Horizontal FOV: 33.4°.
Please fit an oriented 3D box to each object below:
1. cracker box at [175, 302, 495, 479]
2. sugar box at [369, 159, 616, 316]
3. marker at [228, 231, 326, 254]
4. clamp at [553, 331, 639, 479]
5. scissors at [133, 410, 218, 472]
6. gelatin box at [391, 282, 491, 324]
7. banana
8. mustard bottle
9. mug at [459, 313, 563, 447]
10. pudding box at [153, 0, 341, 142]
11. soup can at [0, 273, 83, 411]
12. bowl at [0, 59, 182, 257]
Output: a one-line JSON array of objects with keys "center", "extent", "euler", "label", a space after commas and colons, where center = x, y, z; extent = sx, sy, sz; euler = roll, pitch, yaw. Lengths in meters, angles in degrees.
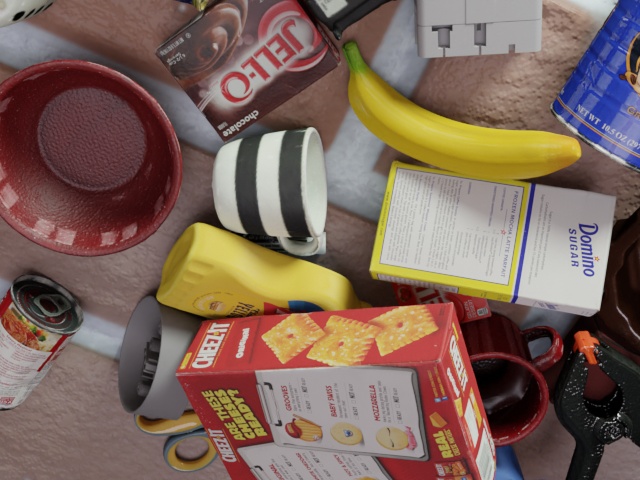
[{"center": [0.018, 0.134, 0.843], "extent": [0.214, 0.072, 0.164], "euler": [-5, 126, 23], "label": "cracker box"}, {"center": [0.133, -0.001, 0.831], "extent": [0.176, 0.048, 0.093], "euler": [11, 81, 6], "label": "sugar box"}, {"center": [-0.056, 0.001, 0.890], "extent": [0.121, 0.020, 0.020], "euler": [1, 115, 1], "label": "marker"}, {"center": [0.250, 0.151, 0.881], "extent": [0.120, 0.039, 0.171], "euler": [-13, 114, 0], "label": "clamp"}, {"center": [-0.068, 0.166, 0.970], "extent": [0.202, 0.016, 0.096], "euler": [-4, 117, 4], "label": "scissors"}, {"center": [0.097, 0.031, 0.892], "extent": [0.073, 0.030, 0.089], "euler": [-15, 114, 8], "label": "gelatin box"}, {"center": [0.096, -0.083, 0.806], "extent": [0.198, 0.037, 0.070], "euler": [25, 147, 15], "label": "banana"}, {"center": [-0.031, 0.048, 0.877], "extent": [0.191, 0.058, 0.096], "euler": [20, 146, -18], "label": "mustard bottle"}, {"center": [0.149, 0.107, 0.898], "extent": [0.117, 0.081, 0.093], "euler": [-33, 110, 16], "label": "mug"}, {"center": [-0.054, -0.143, 0.810], "extent": [0.114, 0.039, 0.090], "euler": [-32, 111, 15], "label": "pudding box"}, {"center": [-0.258, 0.088, 0.911], "extent": [0.068, 0.068, 0.102], "euler": [35, 112, -14], "label": "soup can"}, {"center": [-0.185, -0.070, 0.840], "extent": [0.162, 0.055, 0.162], "euler": [1, 115, 1], "label": "bowl"}]
